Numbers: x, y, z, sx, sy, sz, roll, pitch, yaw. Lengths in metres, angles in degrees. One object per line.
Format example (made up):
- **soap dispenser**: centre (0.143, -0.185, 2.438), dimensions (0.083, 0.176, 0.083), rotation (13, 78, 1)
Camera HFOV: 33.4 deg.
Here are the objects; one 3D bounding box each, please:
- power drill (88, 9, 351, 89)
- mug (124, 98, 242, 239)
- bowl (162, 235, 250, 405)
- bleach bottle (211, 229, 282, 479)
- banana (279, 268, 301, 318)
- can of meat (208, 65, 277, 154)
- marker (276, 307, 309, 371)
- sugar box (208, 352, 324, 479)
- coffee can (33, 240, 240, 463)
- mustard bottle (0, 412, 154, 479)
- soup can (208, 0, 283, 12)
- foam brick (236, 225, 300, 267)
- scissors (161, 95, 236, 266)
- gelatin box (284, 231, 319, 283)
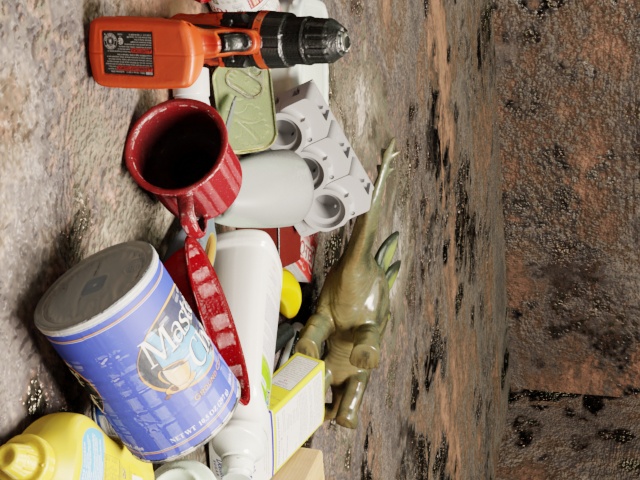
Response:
- **power drill**: centre (-0.089, -0.164, 0.904), dimensions (0.187, 0.185, 0.057), rotation (-25, 116, -60)
- **mug**: centre (-0.116, -0.057, 0.950), dimensions (0.081, 0.093, 0.117), rotation (63, 15, -66)
- **bowl**: centre (-0.115, 0.080, 0.959), dimensions (0.162, 0.055, 0.162), rotation (-20, 91, -88)
- **bleach bottle**: centre (-0.078, 0.118, 1.068), dimensions (0.102, 0.068, 0.251), rotation (71, 16, -53)
- **banana**: centre (-0.059, 0.061, 1.258), dimensions (0.070, 0.037, 0.197), rotation (-57, 162, 9)
- **can of meat**: centre (-0.080, -0.152, 1.066), dimensions (0.084, 0.057, 0.102), rotation (-109, -169, -53)
- **marker**: centre (-0.036, 0.134, 1.364), dimensions (0.020, 0.020, 0.121), rotation (75, 24, -44)
- **sugar box**: centre (-0.057, 0.209, 1.191), dimensions (0.175, 0.048, 0.093), rotation (-35, 133, -48)
- **coffee can**: centre (-0.138, 0.086, 0.820), dimensions (0.140, 0.103, 0.102), rotation (61, 31, -27)
- **mustard bottle**: centre (-0.189, 0.183, 0.808), dimensions (0.191, 0.058, 0.096), rotation (56, 38, -63)
- **soup can**: centre (-0.077, -0.242, 1.094), dimensions (0.102, 0.069, 0.068), rotation (63, 34, -57)
- **foam brick**: centre (-0.058, 0.001, 1.217), dimensions (0.078, 0.053, 0.051), rotation (-24, 115, -72)
- **scissors**: centre (-0.116, -0.034, 1.017), dimensions (0.096, 0.016, 0.202), rotation (-34, 138, -60)
- **gelatin box**: centre (-0.029, 0.005, 1.350), dimensions (0.089, 0.030, 0.073), rotation (57, 39, -62)
